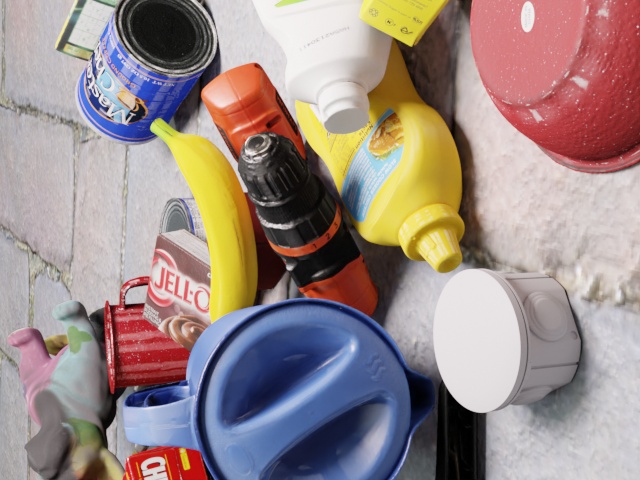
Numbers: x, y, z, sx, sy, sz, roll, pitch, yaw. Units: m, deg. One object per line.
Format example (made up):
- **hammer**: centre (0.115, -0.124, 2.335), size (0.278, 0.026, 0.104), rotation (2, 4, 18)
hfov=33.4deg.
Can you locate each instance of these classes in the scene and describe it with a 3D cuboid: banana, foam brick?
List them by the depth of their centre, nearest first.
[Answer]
- **banana**: centre (-0.079, -0.003, 0.837), size (0.070, 0.037, 0.198), rotation (20, 129, 49)
- **foam brick**: centre (-0.056, 0.001, 0.898), size (0.078, 0.051, 0.053), rotation (-53, 46, 49)

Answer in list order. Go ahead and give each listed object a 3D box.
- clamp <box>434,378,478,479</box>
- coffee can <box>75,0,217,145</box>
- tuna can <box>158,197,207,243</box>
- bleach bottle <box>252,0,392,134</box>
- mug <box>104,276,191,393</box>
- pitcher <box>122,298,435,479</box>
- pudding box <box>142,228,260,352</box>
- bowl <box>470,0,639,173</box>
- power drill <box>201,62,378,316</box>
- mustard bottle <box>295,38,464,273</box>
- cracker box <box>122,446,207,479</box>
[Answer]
- **clamp**: centre (0.092, 0.179, 0.649), size (0.120, 0.039, 0.171), rotation (-127, 41, -56)
- **coffee can**: centre (-0.174, -0.171, 1.052), size (0.141, 0.102, 0.103), rotation (-41, 56, 54)
- **tuna can**: centre (-0.129, 0.000, 1.049), size (0.086, 0.033, 0.086), rotation (5, 96, 61)
- **bleach bottle**: centre (-0.011, -0.178, 0.713), size (0.103, 0.068, 0.251), rotation (-24, 59, 25)
- **mug**: centre (-0.171, 0.091, 1.063), size (0.093, 0.081, 0.117), rotation (-137, 45, -69)
- **pitcher**: centre (-0.040, 0.104, 0.731), size (0.145, 0.149, 0.243), rotation (-52, 8, -9)
- **pudding box**: centre (-0.110, 0.053, 0.976), size (0.114, 0.039, 0.090), rotation (29, 118, 32)
- **bowl**: centre (0.127, -0.115, 0.555), size (0.162, 0.055, 0.162), rotation (7, 98, 61)
- **power drill**: centre (-0.030, -0.047, 0.763), size (0.184, 0.057, 0.188), rotation (63, -178, -45)
- **mustard bottle**: centre (0.045, -0.054, 0.703), size (0.096, 0.058, 0.192), rotation (-59, 42, 36)
- **cracker box**: centre (-0.131, 0.282, 0.962), size (0.214, 0.072, 0.164), rotation (117, 137, -66)
